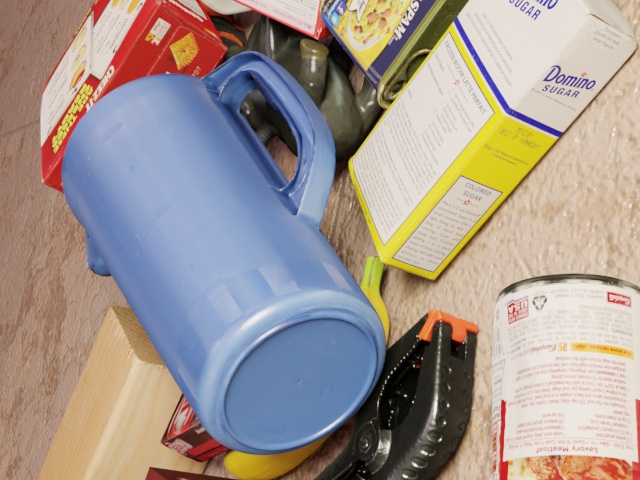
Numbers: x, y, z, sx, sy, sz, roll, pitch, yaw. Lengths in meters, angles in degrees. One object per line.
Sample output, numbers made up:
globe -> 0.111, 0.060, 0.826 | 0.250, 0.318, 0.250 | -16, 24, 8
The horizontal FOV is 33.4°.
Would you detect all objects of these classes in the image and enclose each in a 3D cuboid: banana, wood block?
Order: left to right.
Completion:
wood block -> -0.149, 0.166, 0.815 | 0.206, 0.090, 0.091 | -65, 31, 14
banana -> -0.008, 0.101, 0.668 | 0.198, 0.037, 0.069 | -54, 13, 27

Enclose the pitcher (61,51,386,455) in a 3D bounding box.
pitcher -> -0.054, 0.001, 0.630 | 0.243, 0.144, 0.149 | -128, 28, -47

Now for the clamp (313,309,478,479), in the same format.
clamp -> 0.032, 0.117, 0.584 | 0.120, 0.039, 0.171 | 18, 85, 56

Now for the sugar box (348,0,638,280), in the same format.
sugar box -> 0.087, -0.072, 0.584 | 0.176, 0.048, 0.093 | -50, 37, 29

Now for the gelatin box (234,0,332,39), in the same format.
gelatin box -> -0.010, -0.170, 0.720 | 0.089, 0.073, 0.030 | 29, 126, 29

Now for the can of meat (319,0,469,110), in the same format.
can of meat -> 0.054, -0.142, 0.637 | 0.102, 0.057, 0.084 | -53, 56, 31

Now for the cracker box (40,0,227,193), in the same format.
cracker box -> -0.160, -0.136, 0.876 | 0.164, 0.072, 0.214 | -54, 27, 14

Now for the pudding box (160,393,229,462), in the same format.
pudding box -> -0.059, 0.087, 0.716 | 0.090, 0.039, 0.113 | -36, 26, 57

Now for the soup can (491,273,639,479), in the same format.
soup can -> 0.106, 0.072, 0.450 | 0.069, 0.068, 0.102 | -27, 52, 52
